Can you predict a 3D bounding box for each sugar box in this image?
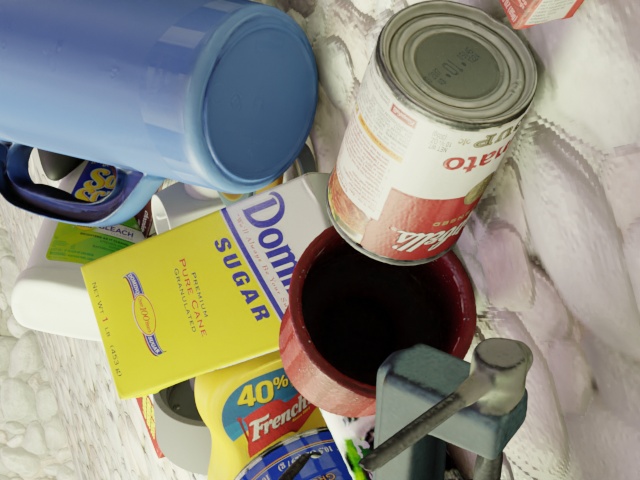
[{"bbox_3d":[-0.058,0.030,0.655,0.176,0.048,0.093,-22,83,28],"label":"sugar box"}]

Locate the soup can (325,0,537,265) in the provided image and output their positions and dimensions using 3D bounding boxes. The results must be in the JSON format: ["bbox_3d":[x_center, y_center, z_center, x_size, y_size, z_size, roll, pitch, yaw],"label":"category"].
[{"bbox_3d":[0.045,-0.044,0.459,0.068,0.068,0.102,63,156,26],"label":"soup can"}]

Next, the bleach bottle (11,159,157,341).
[{"bbox_3d":[-0.182,-0.036,0.900,0.068,0.102,0.250,112,166,-47],"label":"bleach bottle"}]

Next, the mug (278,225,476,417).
[{"bbox_3d":[0.025,0.033,0.552,0.082,0.093,0.117,117,163,-67],"label":"mug"}]

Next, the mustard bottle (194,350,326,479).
[{"bbox_3d":[-0.037,0.109,0.731,0.058,0.096,0.192,41,141,53],"label":"mustard bottle"}]

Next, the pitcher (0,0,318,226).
[{"bbox_3d":[-0.124,-0.095,0.668,0.243,0.144,0.149,19,143,38],"label":"pitcher"}]
